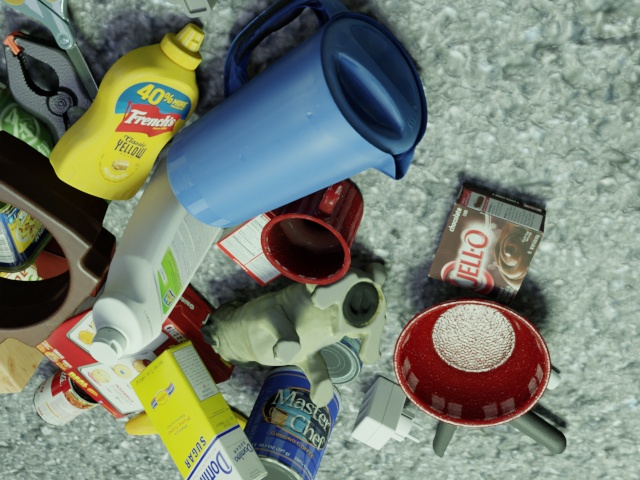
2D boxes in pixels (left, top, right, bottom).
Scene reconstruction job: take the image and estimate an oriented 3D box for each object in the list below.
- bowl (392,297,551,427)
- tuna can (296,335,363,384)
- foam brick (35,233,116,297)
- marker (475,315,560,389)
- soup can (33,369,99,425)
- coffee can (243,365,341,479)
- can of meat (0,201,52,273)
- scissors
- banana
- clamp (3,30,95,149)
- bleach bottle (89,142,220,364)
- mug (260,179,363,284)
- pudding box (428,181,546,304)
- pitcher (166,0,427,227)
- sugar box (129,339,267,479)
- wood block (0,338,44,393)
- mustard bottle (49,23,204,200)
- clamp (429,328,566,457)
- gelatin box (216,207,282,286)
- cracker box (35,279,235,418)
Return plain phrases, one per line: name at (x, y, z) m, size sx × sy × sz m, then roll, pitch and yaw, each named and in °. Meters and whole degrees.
bowl at (0.159, 0.116, 1.116) m, size 0.162 × 0.055 × 0.162 m, roll 5°, pitch 119°, yaw 9°
tuna can at (0.010, 0.128, 1.236) m, size 0.086 × 0.033 × 0.086 m, roll 12°, pitch 134°, yaw 12°
foam brick at (-0.286, 0.021, 1.246) m, size 0.078 × 0.051 × 0.053 m, roll 20°, pitch 136°, yaw 4°
marker at (0.213, 0.119, 1.156) m, size 0.121 × 0.020 × 0.020 m, roll 40°, pitch 133°, yaw -16°
soup can at (-0.328, 0.200, 1.417) m, size 0.068 × 0.068 × 0.102 m, roll 42°, pitch 133°, yaw -18°
coffee can at (-0.042, 0.236, 1.283) m, size 0.103 × 0.140 × 0.103 m, roll 12°, pitch 134°, yaw 12°
can of meat at (-0.343, -0.028, 1.190) m, size 0.057 × 0.102 × 0.084 m, roll 5°, pitch 130°, yaw 17°
scissors at (-0.265, -0.202, 1.030) m, size 0.096 × 0.016 × 0.202 m, roll 1°, pitch 120°, yaw 15°
banana at (-0.151, 0.244, 1.378) m, size 0.197 × 0.069 × 0.037 m, roll 23°, pitch 170°, yaw -21°
clamp at (-0.263, -0.132, 1.081) m, size 0.171 × 0.039 × 0.120 m, roll 43°, pitch 96°, yaw -14°
bleach bottle at (-0.163, 0.015, 1.048) m, size 0.068 × 0.250 × 0.102 m, roll 1°, pitch 131°, yaw 21°
mug at (-0.001, -0.024, 1.067) m, size 0.093 × 0.081 × 0.117 m, roll 24°, pitch 135°, yaw 0°
pudding box at (0.164, 0.004, 1.056) m, size 0.090 × 0.039 × 0.114 m, roll 19°, pitch 135°, yaw 5°
pitcher at (-0.035, -0.108, 0.983) m, size 0.144 × 0.149 × 0.243 m, roll 32°, pitch 141°, yaw -33°
sugar box at (-0.141, 0.212, 1.212) m, size 0.093 × 0.048 × 0.176 m, roll -42°, pitch 73°, yaw 41°
wood block at (-0.446, 0.092, 1.350) m, size 0.091 × 0.090 × 0.206 m, roll -9°, pitch 127°, yaw 29°
mustard bottle at (-0.173, -0.128, 1.028) m, size 0.096 × 0.058 × 0.192 m, roll 20°, pitch 117°, yaw -44°
clamp at (0.182, 0.173, 1.205) m, size 0.165 × 0.036 × 0.210 m, roll -3°, pitch 127°, yaw 26°
gelatin box at (-0.057, 0.001, 1.150) m, size 0.073 × 0.030 × 0.089 m, roll 42°, pitch 133°, yaw -16°
cracker box at (-0.225, 0.122, 1.301) m, size 0.214 × 0.072 × 0.164 m, roll -24°, pitch 120°, yaw 36°
